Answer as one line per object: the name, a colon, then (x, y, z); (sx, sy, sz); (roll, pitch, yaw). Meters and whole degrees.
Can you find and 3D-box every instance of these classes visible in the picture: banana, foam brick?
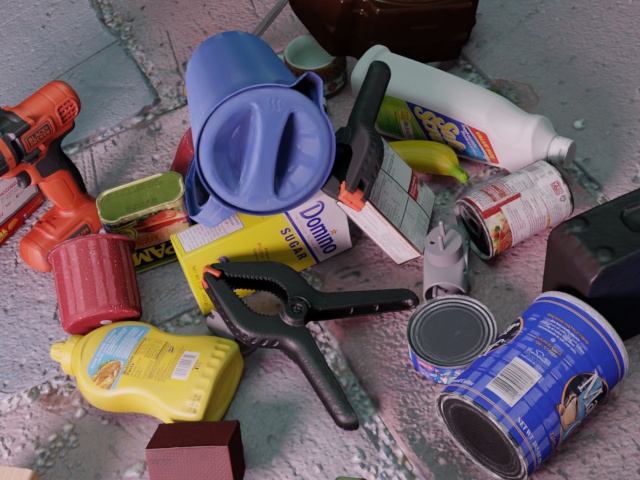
banana: (0.066, -0.083, 1.176); (0.198, 0.037, 0.069); (-5, 23, 14)
foam brick: (-0.110, 0.195, 0.949); (0.078, 0.053, 0.051); (-3, 16, 9)

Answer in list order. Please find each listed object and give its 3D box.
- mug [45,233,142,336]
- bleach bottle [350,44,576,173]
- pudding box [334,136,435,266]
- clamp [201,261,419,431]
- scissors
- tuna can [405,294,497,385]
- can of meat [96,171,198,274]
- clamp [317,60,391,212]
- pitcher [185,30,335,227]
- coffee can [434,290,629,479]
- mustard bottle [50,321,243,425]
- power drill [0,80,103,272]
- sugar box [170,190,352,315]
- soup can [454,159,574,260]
mug: (-0.235, 0.052, 1.095); (0.117, 0.093, 0.081); (-31, 65, 40)
bleach bottle: (0.157, -0.135, 1.166); (0.251, 0.102, 0.068); (22, 60, 30)
pudding box: (0.068, -0.043, 1.096); (0.039, 0.113, 0.090); (-22, 38, 39)
clamp: (-0.023, 0.084, 1.023); (0.210, 0.036, 0.164); (19, 54, 4)
scissors: (-0.108, -0.236, 1.320); (0.096, 0.016, 0.202); (30, 88, 49)
tuna can: (0.125, 0.095, 1.012); (0.086, 0.034, 0.086); (-6, 47, 7)
can of meat: (-0.183, -0.021, 1.152); (0.102, 0.084, 0.057); (-19, 47, -5)
clamp: (0.034, -0.102, 1.051); (0.120, 0.039, 0.171); (-48, 34, 27)
pitcher: (-0.081, -0.124, 1.094); (0.149, 0.145, 0.243); (-13, 28, -7)
coffee can: (0.183, 0.126, 0.924); (0.140, 0.103, 0.103); (-40, 52, -22)
mustard bottle: (-0.178, 0.125, 1.036); (0.192, 0.058, 0.096); (10, 50, 20)
power drill: (-0.313, -0.055, 1.142); (0.057, 0.187, 0.184); (30, 59, 31)
sugar box: (-0.057, 0.001, 1.097); (0.176, 0.093, 0.048); (-23, 48, -8)
soup can: (0.197, -0.032, 1.088); (0.102, 0.068, 0.069); (-26, 48, -12)
